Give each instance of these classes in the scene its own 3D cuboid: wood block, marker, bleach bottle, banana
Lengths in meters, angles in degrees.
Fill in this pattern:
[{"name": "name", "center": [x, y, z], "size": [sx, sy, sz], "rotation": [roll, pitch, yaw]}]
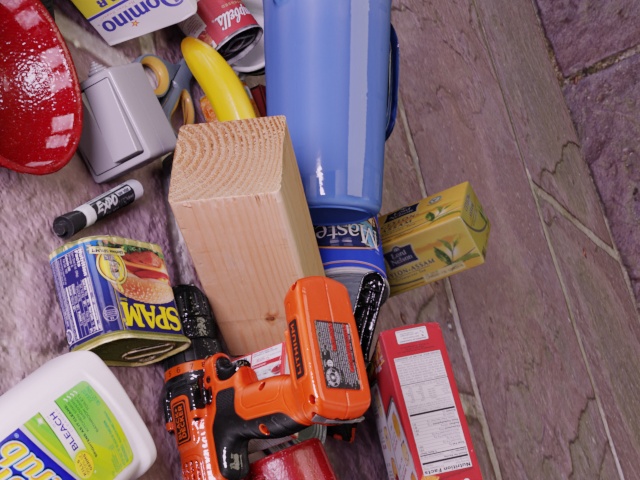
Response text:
[{"name": "wood block", "center": [-0.056, 0.002, 0.912], "size": [0.206, 0.091, 0.090], "rotation": [76, 11, -48]}, {"name": "marker", "center": [-0.179, -0.026, 0.861], "size": [0.020, 0.020, 0.121], "rotation": [63, 24, -8]}, {"name": "bleach bottle", "center": [-0.192, 0.161, 0.619], "size": [0.102, 0.068, 0.250], "rotation": [62, 27, -11]}, {"name": "banana", "center": [-0.089, -0.110, 1.034], "size": [0.037, 0.070, 0.198], "rotation": [-13, 88, -56]}]

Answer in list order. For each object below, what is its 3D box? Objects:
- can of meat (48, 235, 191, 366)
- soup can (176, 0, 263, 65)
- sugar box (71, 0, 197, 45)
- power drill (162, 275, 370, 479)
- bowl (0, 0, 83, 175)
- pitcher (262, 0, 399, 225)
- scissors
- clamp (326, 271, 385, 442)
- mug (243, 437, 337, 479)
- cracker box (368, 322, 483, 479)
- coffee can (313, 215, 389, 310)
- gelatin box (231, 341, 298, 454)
[{"name": "can of meat", "center": [-0.152, 0.046, 0.807], "size": [0.102, 0.058, 0.084], "rotation": [15, 54, -60]}, {"name": "soup can", "center": [-0.115, -0.235, 1.090], "size": [0.102, 0.069, 0.068], "rotation": [54, 23, 9]}, {"name": "sugar box", "center": [-0.182, -0.242, 0.909], "size": [0.176, 0.093, 0.048], "rotation": [53, 24, -57]}, {"name": "power drill", "center": [-0.052, 0.095, 0.816], "size": [0.057, 0.188, 0.184], "rotation": [6, 63, -42]}, {"name": "bowl", "center": [-0.240, -0.116, 0.758], "size": [0.162, 0.055, 0.162], "rotation": [48, 33, -46]}, {"name": "pitcher", "center": [0.014, -0.140, 1.059], "size": [0.145, 0.149, 0.243], "rotation": [110, -20, -79]}, {"name": "scissors", "center": [-0.148, -0.180, 1.064], "size": [0.096, 0.016, 0.201], "rotation": [47, 31, -39]}, {"name": "clamp", "center": [0.025, 0.123, 1.026], "size": [0.120, 0.039, 0.171], "rotation": [-24, 124, -62]}, {"name": "mug", "center": [-0.028, 0.216, 0.876], "size": [0.117, 0.093, 0.081], "rotation": [-1, 66, -63]}, {"name": "cracker box", "center": [0.108, 0.209, 1.094], "size": [0.164, 0.072, 0.214], "rotation": [99, -21, -67]}, {"name": "coffee can", "center": [0.014, 0.001, 1.131], "size": [0.102, 0.103, 0.140], "rotation": [38, 37, -48]}, {"name": "gelatin box", "center": [-0.054, 0.136, 0.909], "size": [0.030, 0.073, 0.089], "rotation": [49, 29, -37]}]
